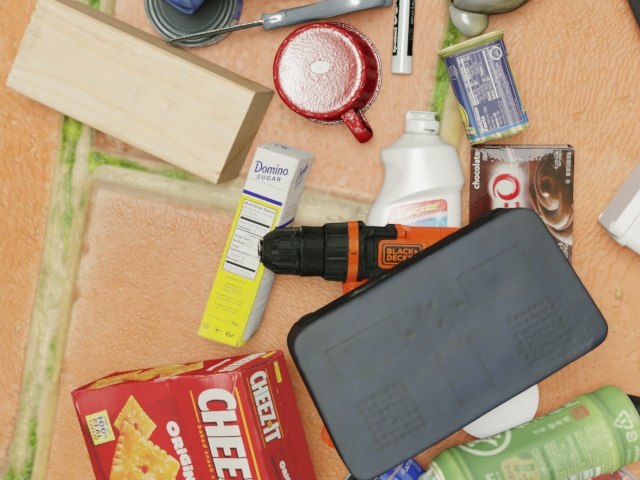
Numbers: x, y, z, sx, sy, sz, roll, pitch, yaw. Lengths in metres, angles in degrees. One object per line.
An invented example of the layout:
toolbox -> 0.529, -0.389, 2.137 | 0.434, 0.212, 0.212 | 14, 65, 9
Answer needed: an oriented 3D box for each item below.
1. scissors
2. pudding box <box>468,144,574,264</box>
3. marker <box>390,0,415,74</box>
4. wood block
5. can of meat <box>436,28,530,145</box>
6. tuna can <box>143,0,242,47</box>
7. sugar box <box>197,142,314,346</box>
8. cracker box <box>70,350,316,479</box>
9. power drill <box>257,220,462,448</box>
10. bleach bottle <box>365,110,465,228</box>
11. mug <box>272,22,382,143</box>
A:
scissors -> -0.030, -0.190, 0.910 | 0.201, 0.096, 0.016 | -14, 101, -10
pudding box -> 0.176, -0.029, 0.941 | 0.090, 0.039, 0.113 | 1, 97, 9
marker -> 0.075, -0.209, 0.944 | 0.020, 0.020, 0.121 | 4, 98, 8
wood block -> -0.158, -0.135, 0.953 | 0.206, 0.090, 0.090 | 25, 101, 5
can of meat -> 0.139, -0.129, 0.904 | 0.057, 0.102, 0.084 | -18, 96, 9
tuna can -> -0.114, -0.218, 0.965 | 0.086, 0.033, 0.086 | 1, 97, 9
sugar box -> -0.057, 0.001, 0.954 | 0.048, 0.093, 0.176 | 17, 98, 6
cracker box -> -0.114, 0.194, 0.957 | 0.214, 0.071, 0.164 | -11, 96, 37
power drill -> 0.039, 0.077, 0.894 | 0.184, 0.057, 0.188 | 1, 94, -1
bleach bottle -> 0.073, 0.010, 0.951 | 0.102, 0.068, 0.251 | 4, 96, 3
mug -> 0.010, -0.136, 0.931 | 0.093, 0.081, 0.117 | -28, 92, 11
